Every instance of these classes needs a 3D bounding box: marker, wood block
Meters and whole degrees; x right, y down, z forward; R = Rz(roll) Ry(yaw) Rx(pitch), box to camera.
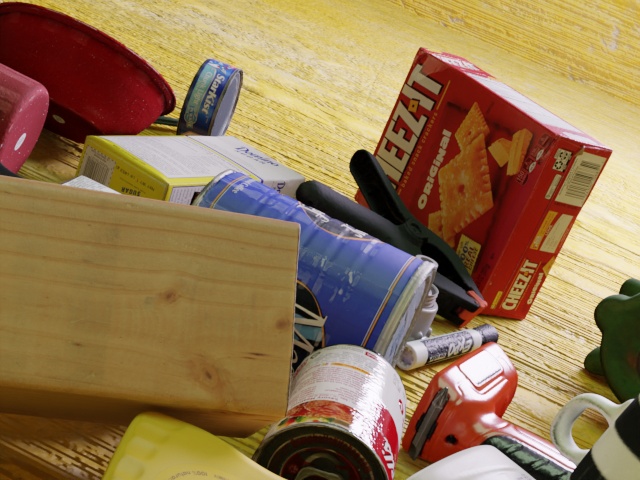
[{"bbox_3d":[0.094,0.076,0.772,0.020,0.020,0.120,34,23,32],"label":"marker"},{"bbox_3d":[-0.121,0.030,0.479,0.206,0.090,0.091,9,-20,-14],"label":"wood block"}]

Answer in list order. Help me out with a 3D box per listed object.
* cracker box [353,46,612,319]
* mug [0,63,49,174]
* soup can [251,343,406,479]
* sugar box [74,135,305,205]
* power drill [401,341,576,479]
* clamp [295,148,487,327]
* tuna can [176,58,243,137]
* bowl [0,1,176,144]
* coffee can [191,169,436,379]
[{"bbox_3d":[0.131,-0.056,0.940,0.072,0.164,0.214,10,23,-35],"label":"cracker box"},{"bbox_3d":[-0.244,-0.090,0.737,0.081,0.093,0.117,26,-9,-1],"label":"mug"},{"bbox_3d":[0.007,0.101,0.542,0.068,0.068,0.102,23,19,3],"label":"soup can"},{"bbox_3d":[-0.100,-0.049,0.859,0.093,0.048,0.175,31,18,29],"label":"sugar box"},{"bbox_3d":[0.156,0.133,0.628,0.188,0.057,0.184,31,22,24],"label":"power drill"},{"bbox_3d":[0.056,0.000,0.833,0.171,0.039,0.120,48,37,14],"label":"clamp"},{"bbox_3d":[-0.103,-0.125,0.992,0.034,0.086,0.086,21,20,3],"label":"tuna can"},{"bbox_3d":[-0.199,-0.120,0.847,0.162,0.055,0.162,21,-15,6],"label":"bowl"},{"bbox_3d":[-0.014,0.031,0.650,0.140,0.103,0.102,26,20,11],"label":"coffee can"}]
